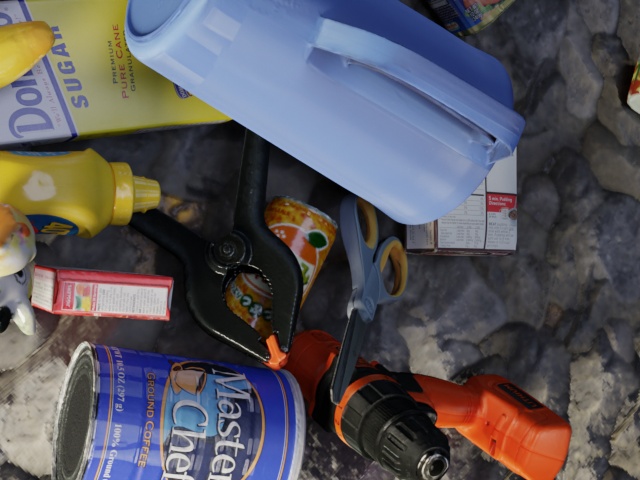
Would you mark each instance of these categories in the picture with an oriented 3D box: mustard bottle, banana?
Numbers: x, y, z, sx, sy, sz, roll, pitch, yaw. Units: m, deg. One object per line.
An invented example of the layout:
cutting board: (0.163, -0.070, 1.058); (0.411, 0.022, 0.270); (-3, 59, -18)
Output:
mustard bottle: (-0.194, -0.029, 0.660); (0.191, 0.096, 0.058); (-1, 85, -25)
banana: (-0.261, -0.108, 0.637); (0.197, 0.037, 0.069); (7, 96, -4)

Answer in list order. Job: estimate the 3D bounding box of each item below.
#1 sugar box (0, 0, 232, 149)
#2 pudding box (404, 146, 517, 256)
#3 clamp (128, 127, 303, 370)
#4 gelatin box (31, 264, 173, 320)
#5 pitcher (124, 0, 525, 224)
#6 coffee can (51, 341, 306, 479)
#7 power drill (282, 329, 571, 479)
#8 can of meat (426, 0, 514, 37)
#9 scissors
sugar box: (-0.149, -0.115, 0.711); (0.176, 0.048, 0.093); (-11, 93, -25)
pudding box: (0.109, -0.044, 0.821); (0.089, 0.039, 0.113); (2, 86, -35)
clamp: (-0.055, 0.001, 0.714); (0.120, 0.039, 0.171); (-35, 79, -1)
gelatin box: (-0.142, 0.034, 0.686); (0.073, 0.089, 0.030); (6, 87, -24)
pitcher: (0.007, -0.112, 0.682); (0.242, 0.149, 0.145); (26, 41, -35)
coffee can: (-0.094, 0.126, 0.698); (0.140, 0.103, 0.103); (11, 84, -23)
power drill: (0.083, 0.124, 0.744); (0.187, 0.185, 0.057); (18, 100, -31)
can of meat: (0.118, -0.219, 0.829); (0.102, 0.058, 0.084); (-45, 108, -19)
scissors: (0.022, 0.027, 0.729); (0.096, 0.016, 0.201); (66, 24, -9)
